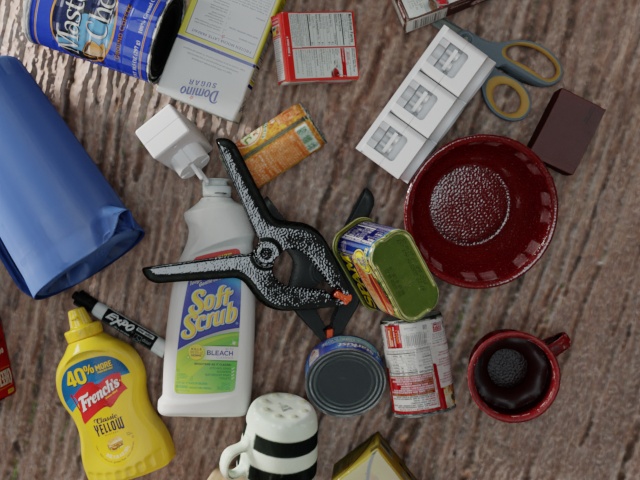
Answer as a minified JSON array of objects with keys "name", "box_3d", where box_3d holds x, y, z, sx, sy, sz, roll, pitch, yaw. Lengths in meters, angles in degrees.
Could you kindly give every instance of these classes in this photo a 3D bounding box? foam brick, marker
[{"name":"foam brick","box_3d":[0.254,-0.112,1.116,0.053,0.051,0.078,27,94,2]},{"name":"marker","box_3d":[-0.220,0.090,1.172,0.121,0.020,0.020,31,94,3]}]

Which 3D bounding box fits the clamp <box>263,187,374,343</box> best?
[{"name":"clamp","box_3d":[0.012,0.024,1.144,0.120,0.039,0.171,-13,99,3]}]

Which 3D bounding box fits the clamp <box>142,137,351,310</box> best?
[{"name":"clamp","box_3d":[-0.057,0.001,1.099,0.210,0.036,0.164,23,93,-8]}]

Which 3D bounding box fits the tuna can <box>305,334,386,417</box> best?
[{"name":"tuna can","box_3d":[0.026,0.144,1.134,0.086,0.034,0.086,-1,116,-2]}]

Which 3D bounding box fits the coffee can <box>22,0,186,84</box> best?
[{"name":"coffee can","box_3d":[-0.225,-0.234,1.120,0.140,0.103,0.103,19,93,3]}]

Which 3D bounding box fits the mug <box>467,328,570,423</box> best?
[{"name":"mug","box_3d":[0.207,0.130,1.111,0.117,0.081,0.093,-35,89,4]}]

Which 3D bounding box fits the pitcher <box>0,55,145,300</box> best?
[{"name":"pitcher","box_3d":[-0.309,-0.063,1.127,0.149,0.145,0.243,-33,86,-8]}]

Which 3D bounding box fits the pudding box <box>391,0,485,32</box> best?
[{"name":"pudding box","box_3d":[0.124,-0.283,1.119,0.113,0.039,0.090,-22,83,-3]}]

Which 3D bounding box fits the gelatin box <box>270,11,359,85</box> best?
[{"name":"gelatin box","box_3d":[-0.005,-0.202,1.123,0.089,0.030,0.073,-7,92,-28]}]

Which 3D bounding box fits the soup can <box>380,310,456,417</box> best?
[{"name":"soup can","box_3d":[0.102,0.130,1.126,0.068,0.068,0.102,-9,91,4]}]

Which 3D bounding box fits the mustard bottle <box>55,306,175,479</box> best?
[{"name":"mustard bottle","box_3d":[-0.232,0.164,1.156,0.096,0.058,0.191,-20,90,9]}]

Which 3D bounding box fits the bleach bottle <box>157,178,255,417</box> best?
[{"name":"bleach bottle","box_3d":[-0.121,0.059,1.142,0.102,0.068,0.251,1,90,-2]}]

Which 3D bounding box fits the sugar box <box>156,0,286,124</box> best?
[{"name":"sugar box","box_3d":[-0.100,-0.223,1.141,0.093,0.048,0.176,23,96,3]}]

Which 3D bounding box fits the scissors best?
[{"name":"scissors","box_3d":[0.156,-0.193,1.138,0.202,0.016,0.096,19,93,4]}]

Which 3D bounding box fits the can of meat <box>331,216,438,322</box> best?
[{"name":"can of meat","box_3d":[0.068,0.031,1.099,0.057,0.084,0.102,-36,110,-17]}]

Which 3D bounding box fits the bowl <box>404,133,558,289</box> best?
[{"name":"bowl","box_3d":[0.162,-0.033,1.113,0.162,0.055,0.162,-1,101,-6]}]
